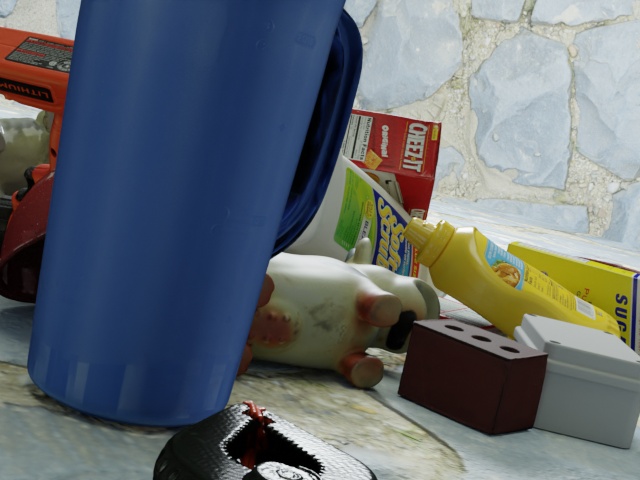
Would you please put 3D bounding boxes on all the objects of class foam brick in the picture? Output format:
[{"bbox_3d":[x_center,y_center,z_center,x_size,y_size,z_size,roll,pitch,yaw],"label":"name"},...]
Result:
[{"bbox_3d":[0.099,0.087,0.693,0.078,0.051,0.052,19,10,38],"label":"foam brick"}]

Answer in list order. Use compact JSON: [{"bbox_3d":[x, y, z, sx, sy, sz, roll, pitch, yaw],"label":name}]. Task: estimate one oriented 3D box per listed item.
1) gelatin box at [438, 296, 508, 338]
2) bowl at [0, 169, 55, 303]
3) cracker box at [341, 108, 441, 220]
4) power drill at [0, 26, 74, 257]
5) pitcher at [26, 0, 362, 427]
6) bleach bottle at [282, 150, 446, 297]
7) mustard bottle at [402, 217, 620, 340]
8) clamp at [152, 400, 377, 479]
[{"bbox_3d":[0.113,0.074,0.910,0.073,0.030,0.089,18,9,27],"label":"gelatin box"},{"bbox_3d":[-0.135,-0.013,0.687,0.162,0.055,0.162,-16,-16,-5],"label":"bowl"},{"bbox_3d":[0.000,-0.064,1.024,0.214,0.072,0.164,9,-26,4],"label":"cracker box"},{"bbox_3d":[-0.206,-0.057,0.770,0.184,0.188,0.057,11,40,9],"label":"power drill"},{"bbox_3d":[-0.067,-0.033,0.557,0.149,0.243,0.145,13,7,0],"label":"pitcher"},{"bbox_3d":[0.048,-0.001,0.961,0.068,0.102,0.250,2,-17,37],"label":"bleach bottle"},{"bbox_3d":[0.151,0.040,0.874,0.191,0.058,0.096,34,22,-2],"label":"mustard bottle"},{"bbox_3d":[-0.005,0.108,0.401,0.164,0.036,0.210,12,7,-6],"label":"clamp"}]
